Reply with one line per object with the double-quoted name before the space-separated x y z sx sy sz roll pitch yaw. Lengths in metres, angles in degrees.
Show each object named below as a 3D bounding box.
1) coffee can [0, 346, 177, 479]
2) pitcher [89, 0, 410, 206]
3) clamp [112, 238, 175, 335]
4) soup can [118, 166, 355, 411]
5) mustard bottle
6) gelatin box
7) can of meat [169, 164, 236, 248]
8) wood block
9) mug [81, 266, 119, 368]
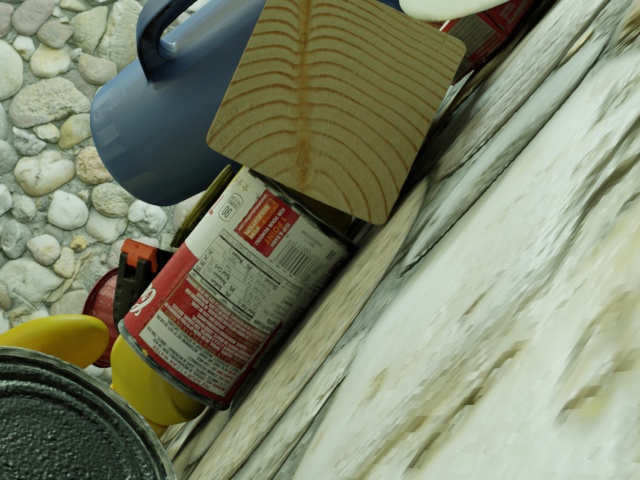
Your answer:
"coffee can" -0.130 0.122 0.385 0.140 0.103 0.102 -50 4 23
"pitcher" -0.058 -0.122 0.765 0.243 0.149 0.144 -27 11 30
"clamp" -0.127 0.073 0.827 0.171 0.039 0.120 71 -144 -49
"soup can" -0.040 0.022 0.515 0.102 0.068 0.068 -51 4 3
"mustard bottle" -0.063 0.043 0.599 0.191 0.058 0.096 -53 -20 3
"gelatin box" 0.098 -0.131 0.586 0.073 0.030 0.089 -52 4 -15
"can of meat" -0.055 0.001 0.764 0.057 0.084 0.102 -53 4 -17
"wood block" 0.004 -0.085 0.563 0.206 0.090 0.091 -94 29 -77
"mug" -0.141 0.071 0.932 0.117 0.082 0.093 -36 -48 -52
